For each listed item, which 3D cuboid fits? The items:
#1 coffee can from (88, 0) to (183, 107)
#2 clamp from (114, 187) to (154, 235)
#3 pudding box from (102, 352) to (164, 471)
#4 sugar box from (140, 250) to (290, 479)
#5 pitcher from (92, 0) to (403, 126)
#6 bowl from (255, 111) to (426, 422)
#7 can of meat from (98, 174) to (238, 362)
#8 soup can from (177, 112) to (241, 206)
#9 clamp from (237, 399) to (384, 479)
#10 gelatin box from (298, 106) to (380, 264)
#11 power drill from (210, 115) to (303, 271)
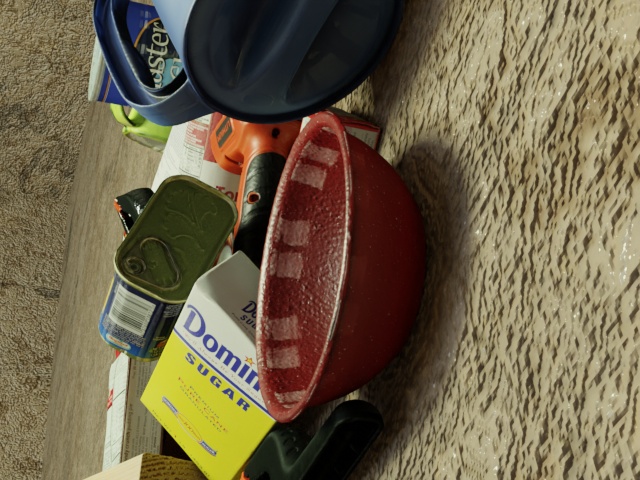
[{"bbox_3d":[-0.148,-0.174,1.042,0.103,0.140,0.103,-171,90,-74],"label":"coffee can"},{"bbox_3d":[-0.138,0.001,0.915,0.172,0.039,0.120,53,145,37],"label":"clamp"},{"bbox_3d":[-0.153,0.145,0.889,0.090,0.039,0.113,136,138,-61],"label":"pudding box"},{"bbox_3d":[-0.059,0.091,0.695,0.093,0.048,0.176,46,146,11],"label":"sugar box"},{"bbox_3d":[-0.068,-0.186,0.659,0.243,0.149,0.145,58,146,39],"label":"pitcher"},{"bbox_3d":[0.012,0.017,0.558,0.162,0.055,0.162,-171,90,-73],"label":"bowl"},{"bbox_3d":[-0.105,0.020,0.719,0.084,0.057,0.102,-60,4,48],"label":"can of meat"},{"bbox_3d":[-0.082,-0.071,0.897,0.068,0.068,0.102,-130,51,-69],"label":"soup can"},{"bbox_3d":[-0.015,0.169,0.600,0.210,0.036,0.164,159,119,-73],"label":"clamp"},{"bbox_3d":[0.004,-0.035,0.658,0.073,0.030,0.089,-136,56,-68],"label":"gelatin box"},{"bbox_3d":[-0.055,0.001,0.793,0.185,0.057,0.187,146,128,-63],"label":"power drill"}]
